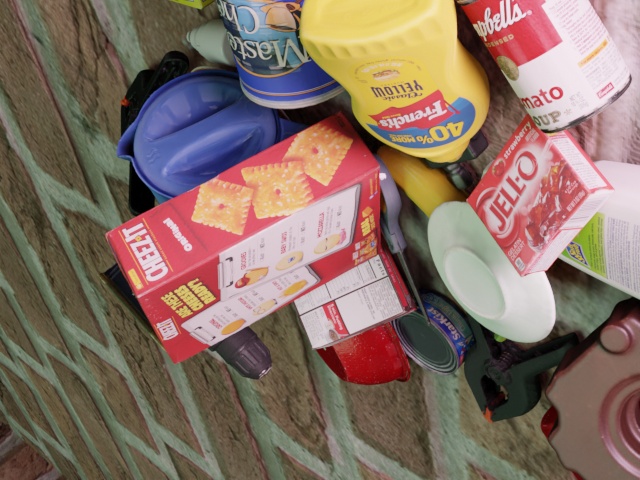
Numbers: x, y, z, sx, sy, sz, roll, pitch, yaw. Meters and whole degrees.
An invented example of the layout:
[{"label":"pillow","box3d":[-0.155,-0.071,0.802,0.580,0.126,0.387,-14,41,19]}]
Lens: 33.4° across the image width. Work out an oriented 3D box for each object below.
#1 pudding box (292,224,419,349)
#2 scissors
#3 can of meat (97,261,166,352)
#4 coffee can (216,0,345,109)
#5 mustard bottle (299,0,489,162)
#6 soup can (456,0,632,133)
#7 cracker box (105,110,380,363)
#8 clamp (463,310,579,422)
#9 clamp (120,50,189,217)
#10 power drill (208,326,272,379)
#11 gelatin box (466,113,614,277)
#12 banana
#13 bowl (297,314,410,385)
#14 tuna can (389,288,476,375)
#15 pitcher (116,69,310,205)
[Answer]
[{"label":"pudding box","box3d":[0.026,0.045,1.016,0.114,0.039,0.090,-26,83,28]},{"label":"scissors","box3d":[0.068,-0.004,0.927,0.202,0.016,0.096,64,173,-12]},{"label":"can of meat","box3d":[-0.154,0.045,1.051,0.102,0.084,0.057,46,172,11]},{"label":"coffee can","box3d":[-0.027,-0.185,0.800,0.103,0.102,0.140,26,146,37]},{"label":"mustard bottle","box3d":[0.064,-0.107,0.734,0.096,0.058,0.191,-7,153,22]},{"label":"soup can","box3d":[0.141,-0.127,0.668,0.102,0.068,0.069,55,153,-14]},{"label":"cracker box","box3d":[-0.056,0.001,0.892,0.072,0.213,0.164,58,170,23]},{"label":"clamp","box3d":[0.163,0.103,0.976,0.120,0.039,0.172,44,147,22]},{"label":"clamp","box3d":[-0.182,-0.115,1.100,0.036,0.164,0.210,12,-174,-20]},{"label":"power drill","box3d":[-0.100,0.061,1.167,0.184,0.057,0.187,47,-163,5]},{"label":"gelatin box","box3d":[0.146,-0.030,0.725,0.073,0.030,0.089,59,139,27]},{"label":"banana","box3d":[0.115,-0.002,0.887,0.070,0.037,0.198,-31,91,50]},{"label":"bowl","box3d":[0.024,0.094,1.107,0.162,0.055,0.162,52,166,19]},{"label":"tuna can","box3d":[0.109,0.089,1.039,0.086,0.033,0.086,36,151,23]},{"label":"pitcher","box3d":[-0.074,-0.042,1.014,0.149,0.145,0.243,41,167,24]}]
